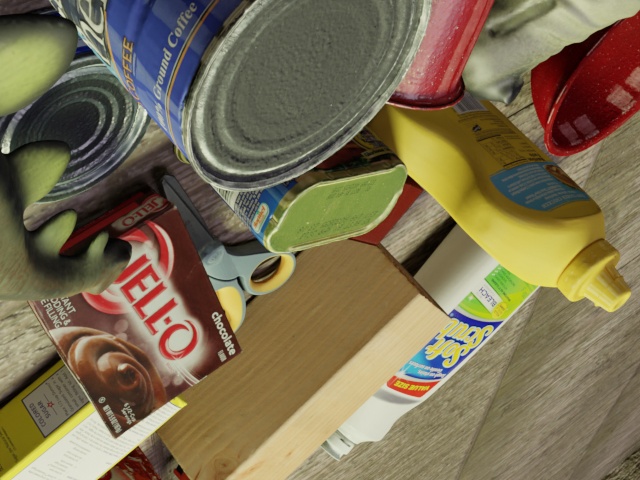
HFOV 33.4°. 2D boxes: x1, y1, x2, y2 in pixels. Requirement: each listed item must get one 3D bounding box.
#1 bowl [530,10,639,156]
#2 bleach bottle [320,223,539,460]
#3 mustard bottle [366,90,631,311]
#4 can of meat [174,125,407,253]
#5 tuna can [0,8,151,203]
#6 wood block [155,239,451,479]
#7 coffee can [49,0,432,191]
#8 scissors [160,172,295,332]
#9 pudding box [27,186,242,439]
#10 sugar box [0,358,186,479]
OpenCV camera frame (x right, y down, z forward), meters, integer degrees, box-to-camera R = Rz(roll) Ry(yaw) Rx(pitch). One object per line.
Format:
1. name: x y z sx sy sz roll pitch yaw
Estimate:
1. bowl: 0.206 -0.139 0.777 0.162 0.055 0.162 -33 153 -19
2. bleach bottle: 0.091 0.084 0.904 0.251 0.068 0.102 -49 137 -1
3. mustard bottle: 0.118 -0.028 0.666 0.096 0.192 0.058 -12 141 -47
4. can of meat: -0.014 -0.043 0.581 0.101 0.084 0.058 -15 143 -44
5. tuna can: -0.116 -0.058 0.470 0.086 0.034 0.086 -33 153 -19
6. wood block: -0.016 0.090 0.779 0.206 0.091 0.090 -45 155 4
7. coffee can: -0.044 -0.101 0.380 0.102 0.140 0.103 -33 153 -19
8. scissors: -0.054 0.001 0.672 0.096 0.016 0.202 -33 153 -23
9. pudding box: -0.104 0.040 0.589 0.090 0.039 0.113 -33 128 -17
10. sugar box: -0.175 0.133 0.674 0.176 0.048 0.093 -37 153 -3
